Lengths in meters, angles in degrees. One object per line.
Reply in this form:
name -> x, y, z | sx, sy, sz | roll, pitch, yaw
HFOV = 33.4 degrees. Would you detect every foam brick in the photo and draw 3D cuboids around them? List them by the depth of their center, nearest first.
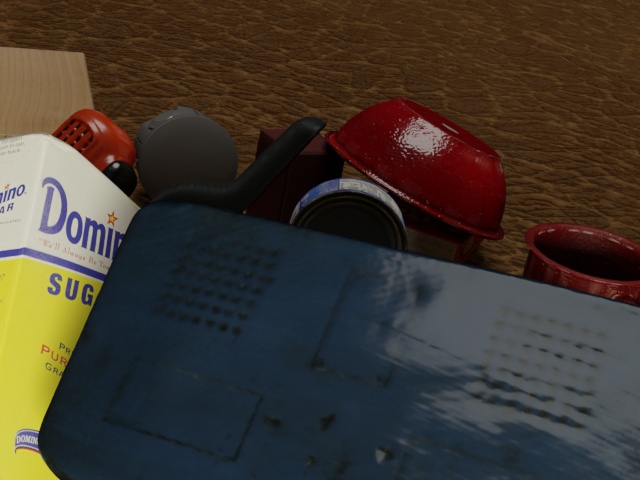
foam brick -> -0.020, -0.044, 0.849 | 0.052, 0.078, 0.051 | -4, 27, -34

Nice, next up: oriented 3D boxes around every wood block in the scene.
wood block -> -0.224, -0.077, 0.825 | 0.090, 0.090, 0.206 | 2, 26, -17

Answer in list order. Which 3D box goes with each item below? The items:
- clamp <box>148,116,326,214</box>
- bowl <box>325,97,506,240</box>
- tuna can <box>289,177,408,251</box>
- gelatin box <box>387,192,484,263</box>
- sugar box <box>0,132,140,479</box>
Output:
clamp -> -0.055, 0.001, 0.724 | 0.171, 0.120, 0.039 | -22, -1, 11
bowl -> 0.086, -0.065, 0.830 | 0.162, 0.055, 0.162 | 28, 15, -8
tuna can -> 0.019, -0.001, 0.759 | 0.086, 0.086, 0.033 | 9, 22, -2
gelatin box -> 0.084, -0.010, 0.873 | 0.089, 0.030, 0.073 | 19, 26, 19
sugar box -> -0.124, 0.049, 0.476 | 0.048, 0.093, 0.176 | -6, 62, 24
